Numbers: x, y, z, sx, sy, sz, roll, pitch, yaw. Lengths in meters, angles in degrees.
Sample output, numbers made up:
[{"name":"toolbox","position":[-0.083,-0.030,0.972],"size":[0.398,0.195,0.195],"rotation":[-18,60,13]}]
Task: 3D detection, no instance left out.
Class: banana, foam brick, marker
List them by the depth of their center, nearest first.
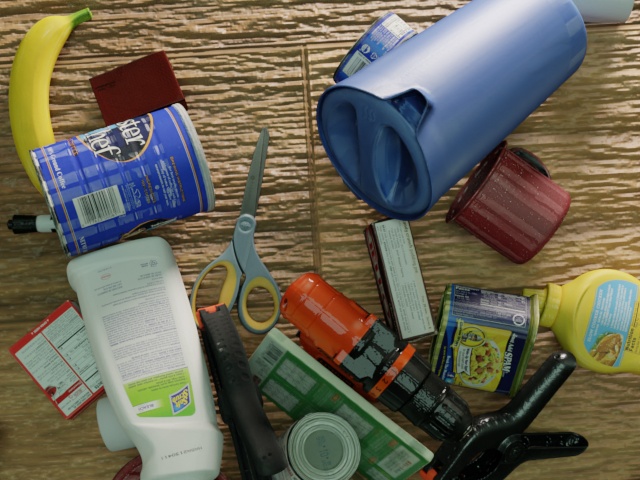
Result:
[{"name":"foam brick","position":[-0.170,-0.137,1.006],"size":[0.078,0.051,0.053],"rotation":[-21,85,-2]},{"name":"banana","position":[-0.262,-0.130,1.012],"size":[0.069,0.037,0.198],"rotation":[5,86,0]},{"name":"marker","position":[-0.236,-0.017,1.013],"size":[0.121,0.020,0.020],"rotation":[-2,86,0]}]

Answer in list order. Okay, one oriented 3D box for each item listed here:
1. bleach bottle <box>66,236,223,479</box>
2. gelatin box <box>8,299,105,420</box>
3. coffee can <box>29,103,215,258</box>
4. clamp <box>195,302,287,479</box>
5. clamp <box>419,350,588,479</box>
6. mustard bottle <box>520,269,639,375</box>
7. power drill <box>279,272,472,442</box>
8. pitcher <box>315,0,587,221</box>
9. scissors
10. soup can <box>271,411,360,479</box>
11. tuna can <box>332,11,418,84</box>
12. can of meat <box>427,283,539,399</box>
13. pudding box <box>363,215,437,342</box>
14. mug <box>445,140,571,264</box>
[{"name":"bleach bottle","position":[-0.150,0.124,0.935],"size":[0.102,0.068,0.251],"rotation":[-17,63,-3]},{"name":"gelatin box","position":[-0.234,0.112,0.999],"size":[0.073,0.030,0.089],"rotation":[-41,87,-4]},{"name":"coffee can","position":[-0.178,-0.054,0.962],"size":[0.140,0.103,0.103],"rotation":[-20,86,-13]},{"name":"clamp","position":[-0.067,0.140,0.912],"size":[0.036,0.165,0.210],"rotation":[-13,63,-14]},{"name":"clamp","position":[0.172,0.184,0.962],"size":[0.171,0.039,0.120],"rotation":[-32,119,-7]},{"name":"mustard bottle","position":[0.278,0.079,0.990],"size":[0.191,0.058,0.096],"rotation":[16,85,0]},{"name":"power drill","position":[0.045,0.103,0.922],"size":[0.184,0.188,0.057],"rotation":[41,82,4]},{"name":"pitcher","position":[0.119,-0.131,0.949],"size":[0.242,0.149,0.145],"rotation":[-38,126,-26]},{"name":"scissors","position":[-0.057,0.001,1.015],"size":[0.096,0.016,0.202],"rotation":[27,86,0]},{"name":"soup can","position":[-0.010,0.196,0.949],"size":[0.068,0.102,0.068],"rotation":[6,66,-14]},{"name":"tuna can","position":[0.051,-0.170,0.993],"size":[0.034,0.086,0.086],"rotation":[42,87,4]},{"name":"can of meat","position":[0.146,0.091,0.971],"size":[0.084,0.057,0.102],"rotation":[10,128,3]},{"name":"pudding box","position":[0.071,0.036,0.976],"size":[0.039,0.090,0.113],"rotation":[-16,86,-2]},{"name":"mug","position":[0.180,-0.039,0.990],"size":[0.081,0.093,0.117],"rotation":[35,50,-3]}]
